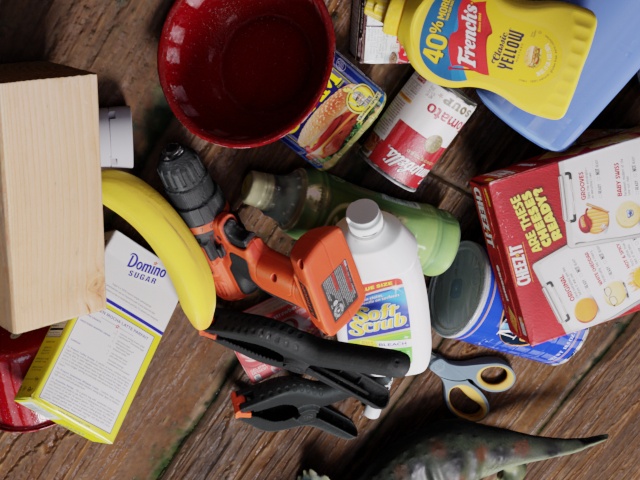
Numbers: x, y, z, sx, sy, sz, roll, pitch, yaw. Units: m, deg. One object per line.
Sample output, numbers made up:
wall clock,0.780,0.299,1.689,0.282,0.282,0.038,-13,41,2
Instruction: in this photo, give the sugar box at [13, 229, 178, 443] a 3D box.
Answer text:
sugar box,-0.201,0.088,0.991,0.093,0.048,0.176,37,62,-30

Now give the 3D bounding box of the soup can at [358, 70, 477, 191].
soup can,0.092,-0.107,1.012,0.068,0.068,0.102,28,107,-28

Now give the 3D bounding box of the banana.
banana,-0.146,0.002,0.972,0.070,0.037,0.197,-17,119,43

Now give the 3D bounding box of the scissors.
scissors,0.150,0.131,1.193,0.096,0.016,0.201,-32,123,6

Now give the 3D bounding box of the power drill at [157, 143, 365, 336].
power drill,-0.056,0.001,0.962,0.057,0.188,0.184,-47,136,-24

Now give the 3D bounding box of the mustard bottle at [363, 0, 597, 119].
mustard bottle,0.130,-0.176,0.913,0.191,0.058,0.096,18,110,6

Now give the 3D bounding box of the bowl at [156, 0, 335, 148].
bowl,-0.056,-0.156,0.916,0.162,0.162,0.055,-47,164,12

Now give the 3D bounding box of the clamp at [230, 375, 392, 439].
clamp,-0.014,0.181,1.147,0.171,0.039,0.120,-2,131,-16

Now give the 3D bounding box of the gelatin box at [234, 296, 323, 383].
gelatin box,-0.048,0.099,1.107,0.089,0.030,0.073,-26,123,-2

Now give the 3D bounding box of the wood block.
wood block,-0.244,-0.040,0.897,0.090,0.090,0.206,-15,115,-41

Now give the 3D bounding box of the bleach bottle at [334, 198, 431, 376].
bleach bottle,0.049,0.045,1.021,0.103,0.068,0.251,0,146,12

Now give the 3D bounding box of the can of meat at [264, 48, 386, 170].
can of meat,-0.001,-0.126,0.979,0.083,0.057,0.102,35,104,-32

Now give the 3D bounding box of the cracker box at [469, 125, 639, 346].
cracker box,0.269,-0.012,1.029,0.213,0.072,0.164,-17,99,-7

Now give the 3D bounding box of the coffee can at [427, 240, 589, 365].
coffee can,0.198,0.067,1.121,0.140,0.103,0.103,17,112,-25

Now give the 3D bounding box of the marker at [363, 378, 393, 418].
marker,0.073,0.146,1.168,0.020,0.020,0.121,5,124,-20

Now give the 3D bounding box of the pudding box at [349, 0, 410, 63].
pudding box,0.086,-0.208,0.970,0.113,0.039,0.090,-5,119,-16

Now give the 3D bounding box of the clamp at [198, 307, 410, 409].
clamp,-0.013,0.107,1.030,0.210,0.165,0.036,21,69,-3

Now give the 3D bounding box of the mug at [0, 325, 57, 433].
mug,-0.268,0.120,1.020,0.117,0.093,0.081,-14,117,-15
